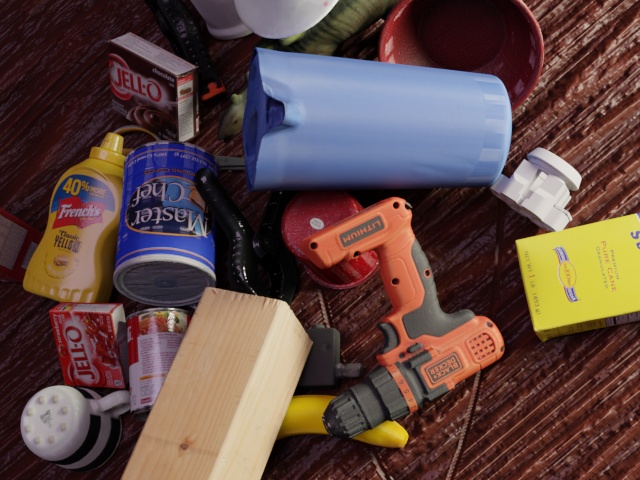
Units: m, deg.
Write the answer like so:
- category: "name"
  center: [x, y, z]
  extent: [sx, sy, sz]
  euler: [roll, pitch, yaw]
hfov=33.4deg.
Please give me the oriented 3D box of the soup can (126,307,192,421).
- category: "soup can"
  center: [-0.161, 0.127, 1.081]
  extent: [0.068, 0.068, 0.102]
  euler: [-12, 69, 15]

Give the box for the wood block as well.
- category: "wood block"
  center: [-0.093, 0.158, 0.987]
  extent: [0.091, 0.090, 0.206]
  euler: [9, 62, 26]

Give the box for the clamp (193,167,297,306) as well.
- category: "clamp"
  center: [-0.057, 0.001, 1.086]
  extent: [0.039, 0.120, 0.171]
  euler: [-22, 83, 53]

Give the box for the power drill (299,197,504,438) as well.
- category: "power drill"
  center: [0.054, 0.069, 0.980]
  extent: [0.184, 0.057, 0.187]
  euler: [-28, 95, -10]

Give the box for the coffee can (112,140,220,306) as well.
- category: "coffee can"
  center: [-0.156, -0.017, 1.097]
  extent: [0.103, 0.102, 0.140]
  euler: [-10, 59, 16]

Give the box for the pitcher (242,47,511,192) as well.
- category: "pitcher"
  center: [0.047, -0.108, 1.013]
  extent: [0.242, 0.145, 0.149]
  euler: [2, 44, -10]

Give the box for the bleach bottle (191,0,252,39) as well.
- category: "bleach bottle"
  center: [-0.137, -0.314, 1.120]
  extent: [0.068, 0.250, 0.102]
  euler: [-10, 69, 16]

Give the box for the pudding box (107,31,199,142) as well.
- category: "pudding box"
  center: [-0.184, -0.167, 1.175]
  extent: [0.114, 0.090, 0.039]
  euler: [28, 45, 27]

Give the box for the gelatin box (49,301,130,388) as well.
- category: "gelatin box"
  center: [-0.237, 0.109, 1.111]
  extent: [0.073, 0.030, 0.089]
  euler: [1, 111, 18]

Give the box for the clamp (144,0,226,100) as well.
- category: "clamp"
  center: [-0.165, -0.253, 1.178]
  extent: [0.036, 0.164, 0.210]
  euler: [-27, 74, -9]

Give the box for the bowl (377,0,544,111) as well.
- category: "bowl"
  center: [0.139, -0.194, 1.059]
  extent: [0.162, 0.162, 0.055]
  euler: [-9, 34, 17]

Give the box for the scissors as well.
- category: "scissors"
  center: [-0.159, -0.072, 1.177]
  extent: [0.202, 0.016, 0.096]
  euler: [21, 82, 25]

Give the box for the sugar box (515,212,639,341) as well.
- category: "sugar box"
  center: [0.275, 0.027, 0.971]
  extent: [0.176, 0.048, 0.093]
  euler: [-15, 68, 16]

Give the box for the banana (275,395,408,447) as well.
- category: "banana"
  center: [-0.015, 0.183, 1.030]
  extent: [0.198, 0.037, 0.069]
  euler: [-15, 85, 16]

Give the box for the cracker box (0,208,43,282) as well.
- category: "cracker box"
  center: [-0.430, -0.027, 1.148]
  extent: [0.164, 0.213, 0.072]
  euler: [13, 77, 23]

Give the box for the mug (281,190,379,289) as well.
- category: "mug"
  center: [0.012, -0.018, 1.060]
  extent: [0.093, 0.081, 0.117]
  euler: [0, 72, 20]

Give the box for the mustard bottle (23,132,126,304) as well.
- category: "mustard bottle"
  center: [-0.251, -0.024, 1.159]
  extent: [0.096, 0.058, 0.191]
  euler: [14, 84, 24]
